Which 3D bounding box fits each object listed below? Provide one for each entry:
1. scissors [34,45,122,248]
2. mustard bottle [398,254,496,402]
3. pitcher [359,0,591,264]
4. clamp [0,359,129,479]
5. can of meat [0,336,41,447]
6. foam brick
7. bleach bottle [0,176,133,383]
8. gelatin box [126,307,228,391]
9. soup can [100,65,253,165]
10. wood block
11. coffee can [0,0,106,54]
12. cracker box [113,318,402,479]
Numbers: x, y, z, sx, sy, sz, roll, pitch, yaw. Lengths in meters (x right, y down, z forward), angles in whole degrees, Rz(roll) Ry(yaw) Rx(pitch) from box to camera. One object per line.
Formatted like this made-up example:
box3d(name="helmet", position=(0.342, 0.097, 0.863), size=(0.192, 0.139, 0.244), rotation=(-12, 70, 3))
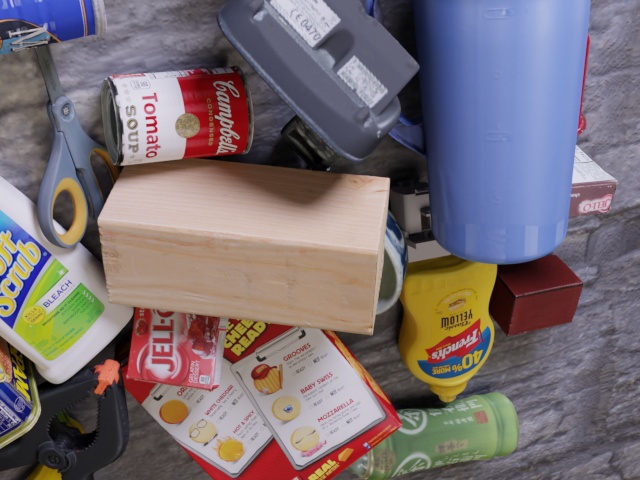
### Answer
box3d(name="scissors", position=(-0.198, -0.077, 0.780), size=(0.096, 0.016, 0.201), rotation=(-59, 143, -33))
box3d(name="mustard bottle", position=(0.124, 0.087, 1.052), size=(0.096, 0.058, 0.191), rotation=(-17, 130, -13))
box3d(name="pitcher", position=(0.125, -0.109, 0.806), size=(0.144, 0.149, 0.243), rotation=(-22, 123, -30))
box3d(name="clamp", position=(-0.234, 0.177, 0.916), size=(0.164, 0.036, 0.210), rotation=(24, 120, -8))
box3d(name="can of meat", position=(-0.274, 0.102, 0.850), size=(0.057, 0.102, 0.084), rotation=(-31, 129, 0))
box3d(name="foam brick", position=(0.213, 0.054, 1.074), size=(0.078, 0.053, 0.051), rotation=(-10, 127, -17))
box3d(name="bleach bottle", position=(-0.258, 0.005, 0.811), size=(0.102, 0.068, 0.250), rotation=(-42, 129, 1))
box3d(name="gelatin box", position=(-0.115, 0.074, 0.870), size=(0.073, 0.030, 0.089), rotation=(7, 85, 9))
box3d(name="soup can", position=(-0.109, -0.094, 0.805), size=(0.102, 0.068, 0.068), rotation=(-8, 126, -19))
box3d(name="wood block", position=(-0.055, 0.001, 0.824), size=(0.206, 0.090, 0.090), rotation=(6, 130, 6))
box3d(name="coffee can", position=(-0.218, -0.167, 0.677), size=(0.140, 0.103, 0.103), rotation=(-16, 129, -14))
box3d(name="cracker box", position=(-0.055, 0.130, 0.957), size=(0.164, 0.072, 0.213), rotation=(-38, 112, 3))
